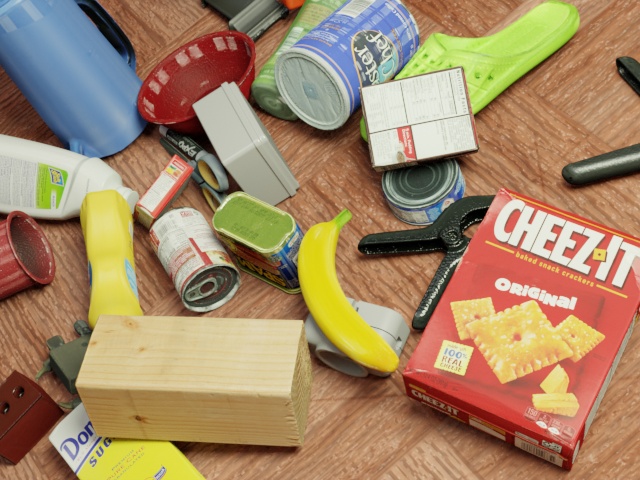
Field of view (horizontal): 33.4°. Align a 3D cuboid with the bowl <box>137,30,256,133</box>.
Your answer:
[{"bbox_3d":[-0.139,-0.181,1.291,0.162,0.055,0.162,-18,43,17],"label":"bowl"}]

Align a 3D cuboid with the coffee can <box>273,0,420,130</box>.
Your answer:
[{"bbox_3d":[0.031,-0.204,1.198,0.103,0.103,0.140,24,54,32],"label":"coffee can"}]

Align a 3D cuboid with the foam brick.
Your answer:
[{"bbox_3d":[-0.325,0.189,1.139,0.053,0.051,0.078,33,75,34],"label":"foam brick"}]

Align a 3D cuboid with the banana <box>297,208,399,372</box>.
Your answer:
[{"bbox_3d":[0.018,0.050,1.031,0.070,0.037,0.198,-23,53,8],"label":"banana"}]

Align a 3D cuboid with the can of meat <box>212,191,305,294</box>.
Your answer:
[{"bbox_3d":[-0.057,0.001,1.133,0.102,0.084,0.057,25,70,32],"label":"can of meat"}]

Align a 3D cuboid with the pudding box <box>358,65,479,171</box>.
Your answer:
[{"bbox_3d":[0.102,-0.126,1.109,0.113,0.039,0.090,-10,88,8],"label":"pudding box"}]

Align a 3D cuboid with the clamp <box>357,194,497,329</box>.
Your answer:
[{"bbox_3d":[0.134,0.014,1.077,0.171,0.039,0.120,-25,65,2],"label":"clamp"}]

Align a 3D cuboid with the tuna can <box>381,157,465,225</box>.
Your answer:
[{"bbox_3d":[0.109,-0.060,1.137,0.086,0.033,0.086,-11,55,15],"label":"tuna can"}]

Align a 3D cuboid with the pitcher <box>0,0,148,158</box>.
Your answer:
[{"bbox_3d":[-0.311,-0.227,1.285,0.145,0.242,0.149,-34,46,0],"label":"pitcher"}]

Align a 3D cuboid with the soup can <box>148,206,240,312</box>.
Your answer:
[{"bbox_3d":[-0.139,0.019,1.164,0.068,0.068,0.102,-34,52,-2],"label":"soup can"}]

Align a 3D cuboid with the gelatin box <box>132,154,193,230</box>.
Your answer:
[{"bbox_3d":[-0.181,-0.054,1.219,0.030,0.089,0.073,38,76,-4],"label":"gelatin box"}]

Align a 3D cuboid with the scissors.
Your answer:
[{"bbox_3d":[-0.146,-0.091,1.230,0.016,0.096,0.202,-26,53,-20],"label":"scissors"}]

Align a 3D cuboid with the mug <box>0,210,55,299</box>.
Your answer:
[{"bbox_3d":[-0.369,0.018,1.254,0.081,0.093,0.117,-24,22,12],"label":"mug"}]

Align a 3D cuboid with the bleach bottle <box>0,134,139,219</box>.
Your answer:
[{"bbox_3d":[-0.333,-0.064,1.291,0.251,0.102,0.068,14,22,22],"label":"bleach bottle"}]

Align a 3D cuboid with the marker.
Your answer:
[{"bbox_3d":[-0.154,-0.109,1.284,0.020,0.020,0.121,-44,54,-10],"label":"marker"}]

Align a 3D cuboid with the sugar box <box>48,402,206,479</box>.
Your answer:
[{"bbox_3d":[-0.190,0.224,1.066,0.093,0.048,0.176,-44,55,-10],"label":"sugar box"}]

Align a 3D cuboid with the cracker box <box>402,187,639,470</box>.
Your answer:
[{"bbox_3d":[0.195,0.075,0.976,0.164,0.072,0.213,23,69,20],"label":"cracker box"}]

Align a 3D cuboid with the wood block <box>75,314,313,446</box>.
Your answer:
[{"bbox_3d":[-0.118,0.135,1.034,0.206,0.091,0.090,1,45,9],"label":"wood block"}]

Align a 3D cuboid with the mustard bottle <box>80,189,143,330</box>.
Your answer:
[{"bbox_3d":[-0.227,0.044,1.165,0.058,0.096,0.191,-8,54,-9],"label":"mustard bottle"}]
